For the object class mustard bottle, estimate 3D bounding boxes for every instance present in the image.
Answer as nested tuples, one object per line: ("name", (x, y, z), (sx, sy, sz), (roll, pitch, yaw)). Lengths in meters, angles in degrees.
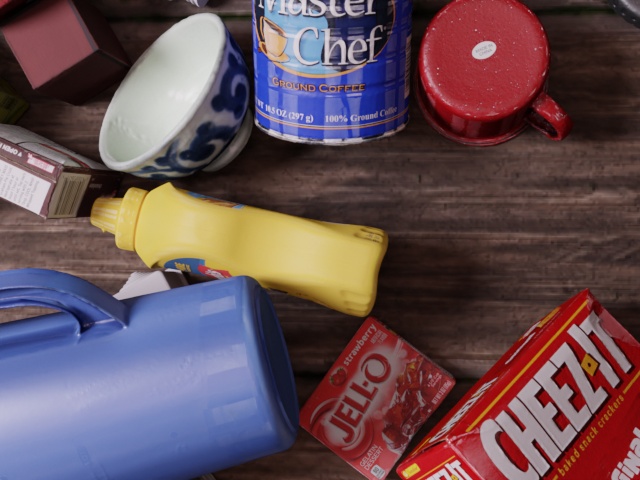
("mustard bottle", (-0.055, 0.001, 0.693), (0.191, 0.096, 0.058), (13, 87, 2))

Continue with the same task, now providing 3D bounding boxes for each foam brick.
("foam brick", (-0.171, -0.131, 0.728), (0.051, 0.078, 0.053), (-31, 84, 7))

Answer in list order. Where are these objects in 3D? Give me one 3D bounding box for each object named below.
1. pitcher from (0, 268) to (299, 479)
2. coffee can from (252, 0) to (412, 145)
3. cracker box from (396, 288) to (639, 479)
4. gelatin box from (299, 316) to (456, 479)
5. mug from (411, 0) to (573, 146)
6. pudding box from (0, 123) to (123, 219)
("pitcher", (-0.144, 0.091, 0.638), (0.243, 0.149, 0.145), (-15, 77, 4))
("coffee can", (0.007, -0.143, 0.668), (0.103, 0.102, 0.140), (3, 116, 7))
("cracker box", (0.178, 0.158, 0.638), (0.214, 0.072, 0.164), (48, 53, 6))
("gelatin box", (0.036, 0.107, 0.719), (0.073, 0.030, 0.089), (37, 92, 7))
("mug", (0.114, -0.104, 0.691), (0.117, 0.081, 0.093), (41, 93, 6))
("pudding box", (-0.193, -0.048, 0.710), (0.090, 0.113, 0.039), (23, 94, 7))
